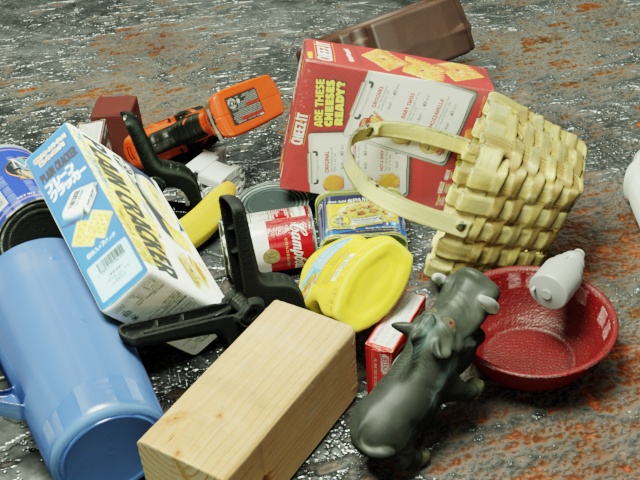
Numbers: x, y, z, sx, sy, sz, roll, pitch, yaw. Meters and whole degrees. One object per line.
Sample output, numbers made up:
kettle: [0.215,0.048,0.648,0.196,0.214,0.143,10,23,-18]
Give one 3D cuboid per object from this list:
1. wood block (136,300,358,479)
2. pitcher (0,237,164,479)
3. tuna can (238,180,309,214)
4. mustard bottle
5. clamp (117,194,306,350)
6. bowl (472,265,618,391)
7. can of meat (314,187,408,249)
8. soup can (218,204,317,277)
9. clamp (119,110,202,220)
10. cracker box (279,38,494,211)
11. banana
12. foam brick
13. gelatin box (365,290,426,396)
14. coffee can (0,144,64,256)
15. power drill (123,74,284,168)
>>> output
wood block: [-0.057,0.156,0.945,0.090,0.091,0.205,18,42,27]
pitcher: [-0.240,0.118,0.988,0.149,0.144,0.243,-43,45,4]
tuna can: [-0.055,-0.032,1.246,0.086,0.034,0.086,-3,36,2]
mustard bottle: [0.023,0.039,1.074,0.096,0.058,0.192,-54,14,-8]
clamp: [-0.071,0.052,1.010,0.209,0.164,0.036,25,13,-45]
bowl: [0.203,0.094,1.031,0.162,0.055,0.162,-3,37,2]
can of meat: [0.046,-0.011,1.189,0.102,0.057,0.084,-3,38,1]
soup can: [-0.058,0.001,1.173,0.102,0.068,0.068,-9,37,-5]
clamp: [-0.195,-0.076,1.224,0.171,0.120,0.039,20,32,-35]
cracker box: [0.071,-0.129,1.215,0.213,0.164,0.072,8,32,-8]
banana: [-0.175,-0.009,1.208,0.197,0.069,0.037,-20,-5,-22]
foam brick: [-0.260,-0.142,1.379,0.053,0.078,0.051,-1,38,5]
gelatin box: [0.073,0.102,1.018,0.030,0.073,0.089,14,40,21]
coffee can: [-0.343,-0.035,1.222,0.102,0.103,0.140,-23,40,-23]
power drill: [-0.132,-0.150,1.334,0.184,0.057,0.188,-32,11,-41]
